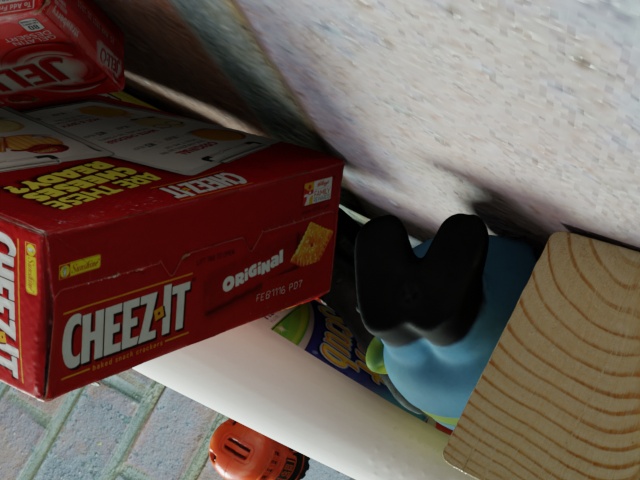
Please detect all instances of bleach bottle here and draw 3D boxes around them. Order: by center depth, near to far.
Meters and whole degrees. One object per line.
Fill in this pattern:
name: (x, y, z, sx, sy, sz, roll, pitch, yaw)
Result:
bleach bottle: (0.022, 0.083, 0.553, 0.251, 0.068, 0.102, 26, -162, 11)

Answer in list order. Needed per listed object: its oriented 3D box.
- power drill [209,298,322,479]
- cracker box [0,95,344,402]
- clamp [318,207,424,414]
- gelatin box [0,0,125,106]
power drill: (-0.007, 0.105, 0.811, 0.057, 0.187, 0.184, 26, 172, 14)
cracker box: (-0.123, -0.014, 0.469, 0.214, 0.072, 0.163, 18, -157, 35)
clamp: (0.023, 0.018, 0.556, 0.172, 0.039, 0.120, 46, -162, 22)
gelatin box: (-0.131, -0.079, 0.420, 0.089, 0.030, 0.073, -5, 164, 12)
